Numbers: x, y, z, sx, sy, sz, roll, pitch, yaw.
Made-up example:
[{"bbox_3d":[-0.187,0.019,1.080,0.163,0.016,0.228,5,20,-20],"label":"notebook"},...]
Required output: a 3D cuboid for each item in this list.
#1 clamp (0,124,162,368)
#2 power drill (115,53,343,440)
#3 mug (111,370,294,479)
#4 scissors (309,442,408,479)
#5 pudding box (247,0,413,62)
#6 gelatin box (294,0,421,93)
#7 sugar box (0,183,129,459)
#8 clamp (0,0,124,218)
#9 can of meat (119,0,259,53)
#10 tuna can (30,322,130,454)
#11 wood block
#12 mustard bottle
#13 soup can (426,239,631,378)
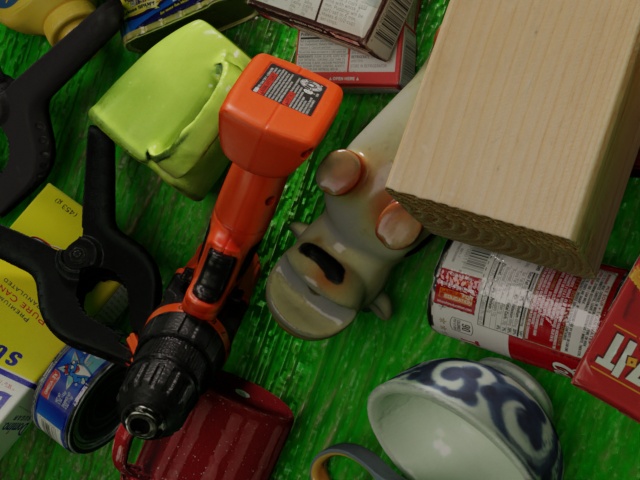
[{"bbox_3d":[-0.149,0.005,0.693,0.120,0.039,0.171,-42,75,-7],"label":"clamp"},{"bbox_3d":[-0.054,0.001,0.602,0.057,0.184,0.188,24,120,-3],"label":"power drill"},{"bbox_3d":[-0.076,0.127,0.667,0.093,0.117,0.081,29,96,51],"label":"mug"},{"bbox_3d":[0.061,0.164,0.605,0.202,0.016,0.096,2,104,53],"label":"scissors"},{"bbox_3d":[0.019,-0.176,0.640,0.090,0.039,0.113,25,92,26],"label":"pudding box"},{"bbox_3d":[0.024,-0.138,0.673,0.073,0.030,0.089,4,87,25],"label":"gelatin box"},{"bbox_3d":[-0.204,0.057,0.725,0.093,0.048,0.176,34,75,18],"label":"sugar box"},{"bbox_3d":[-0.232,-0.108,0.752,0.164,0.036,0.210,31,120,12],"label":"clamp"},{"bbox_3d":[-0.095,-0.181,0.717,0.102,0.057,0.084,-18,82,23],"label":"can of meat"},{"bbox_3d":[-0.150,0.100,0.715,0.034,0.086,0.086,32,101,21],"label":"tuna can"},{"bbox_3d":[0.115,-0.097,0.509,0.091,0.090,0.206,17,83,24],"label":"wood block"},{"bbox_3d":[-0.210,-0.207,0.770,0.096,0.058,0.192,-38,73,19],"label":"mustard bottle"},{"bbox_3d":[0.119,0.035,0.600,0.102,0.068,0.068,17,95,25],"label":"soup can"}]
